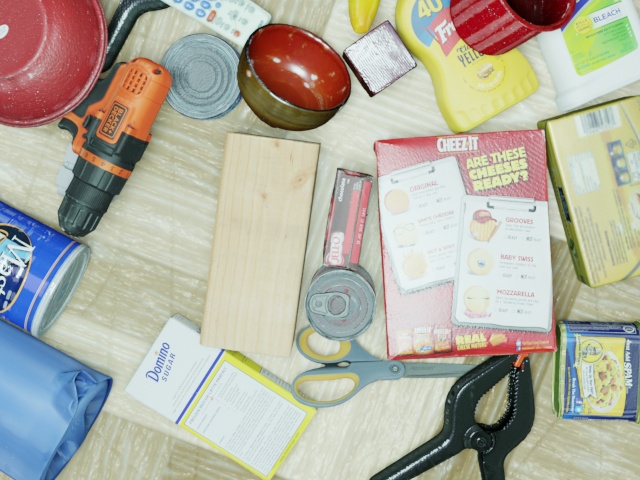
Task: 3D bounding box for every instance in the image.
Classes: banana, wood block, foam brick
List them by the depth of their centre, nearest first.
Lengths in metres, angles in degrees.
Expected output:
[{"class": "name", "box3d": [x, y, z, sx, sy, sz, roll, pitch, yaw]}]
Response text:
[{"class": "banana", "box3d": [0.055, -0.296, 1.026, 0.037, 0.069, 0.198, 14, 98, -2]}, {"class": "foam brick", "box3d": [0.057, -0.174, 1.033, 0.051, 0.078, 0.053, -34, 93, 3]}, {"class": "wood block", "box3d": [-0.058, 0.001, 1.048, 0.090, 0.091, 0.206, 8, 96, 2]}]

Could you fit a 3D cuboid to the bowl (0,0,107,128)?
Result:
[{"class": "bowl", "box3d": [-0.281, -0.188, 0.983, 0.162, 0.055, 0.162, -1, 86, 13]}]

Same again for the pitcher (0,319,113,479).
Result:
[{"class": "pitcher", "box3d": [-0.343, 0.142, 1.062, 0.243, 0.145, 0.149, 30, 85, 4]}]

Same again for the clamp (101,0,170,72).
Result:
[{"class": "clamp", "box3d": [-0.195, -0.261, 1.055, 0.171, 0.039, 0.120, -38, 98, 8]}]

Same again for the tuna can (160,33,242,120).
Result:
[{"class": "tuna can", "box3d": [-0.117, -0.163, 1.063, 0.086, 0.033, 0.086, 0, 95, 2]}]

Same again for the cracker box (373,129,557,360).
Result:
[{"class": "cracker box", "box3d": [0.139, 0.005, 1.043, 0.164, 0.072, 0.214, -4, 89, 2]}]

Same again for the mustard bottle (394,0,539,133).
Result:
[{"class": "mustard bottle", "box3d": [0.127, -0.207, 1.036, 0.096, 0.058, 0.191, -30, 93, -5]}]

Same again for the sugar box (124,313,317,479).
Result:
[{"class": "sugar box", "box3d": [-0.100, 0.159, 1.088, 0.176, 0.048, 0.093, 34, 94, 2]}]

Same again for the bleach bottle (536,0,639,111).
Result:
[{"class": "bleach bottle", "box3d": [0.230, -0.258, 1.026, 0.102, 0.068, 0.251, -24, 92, 0]}]

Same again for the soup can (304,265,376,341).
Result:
[{"class": "soup can", "box3d": [0.020, 0.056, 1.044, 0.068, 0.102, 0.068, 0, 95, 2]}]

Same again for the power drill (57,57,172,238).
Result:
[{"class": "power drill", "box3d": [-0.254, -0.118, 1.030, 0.188, 0.057, 0.184, 29, 92, 14]}]

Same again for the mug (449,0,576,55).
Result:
[{"class": "mug", "box3d": [0.165, -0.229, 0.975, 0.093, 0.082, 0.117, -40, 97, -29]}]

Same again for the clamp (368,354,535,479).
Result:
[{"class": "clamp", "box3d": [0.165, 0.209, 1.085, 0.164, 0.036, 0.210, 32, 92, -11]}]

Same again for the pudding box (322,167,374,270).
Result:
[{"class": "pudding box", "box3d": [0.026, -0.023, 1.031, 0.039, 0.113, 0.090, 11, 95, 2]}]

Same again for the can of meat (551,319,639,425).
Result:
[{"class": "can of meat", "box3d": [0.277, 0.130, 1.064, 0.084, 0.057, 0.102, 1, 95, 4]}]

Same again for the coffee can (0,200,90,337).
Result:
[{"class": "coffee can", "box3d": [-0.314, 0.019, 1.054, 0.140, 0.103, 0.103, 28, 96, 0]}]

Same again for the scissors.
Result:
[{"class": "scissors", "box3d": [0.062, 0.116, 1.087, 0.201, 0.016, 0.096, -13, 67, -15]}]
